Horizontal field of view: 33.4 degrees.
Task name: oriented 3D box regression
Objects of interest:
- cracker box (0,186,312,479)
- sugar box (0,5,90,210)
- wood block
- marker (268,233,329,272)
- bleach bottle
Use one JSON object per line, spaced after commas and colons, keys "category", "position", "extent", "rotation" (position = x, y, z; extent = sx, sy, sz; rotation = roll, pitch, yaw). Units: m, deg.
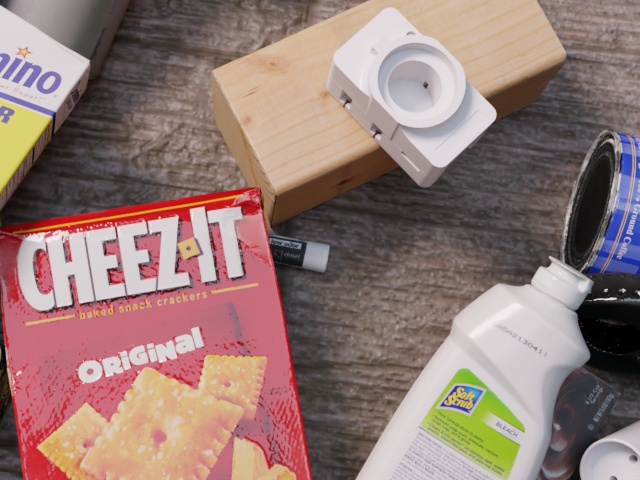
{"category": "cracker box", "position": [-0.097, 0.087, 0.639], "extent": [0.164, 0.072, 0.214], "rotation": [-9, 79, -6]}
{"category": "sugar box", "position": [-0.216, -0.053, 0.609], "extent": [0.093, 0.048, 0.176], "rotation": [30, 71, -6]}
{"category": "wood block", "position": [0.042, -0.099, 0.698], "extent": [0.206, 0.091, 0.090], "rotation": [-26, 81, -9]}
{"category": "marker", "position": [-0.055, 0.001, 0.706], "extent": [0.121, 0.020, 0.020], "rotation": [11, 77, -2]}
{"category": "bleach bottle", "position": [0.087, 0.128, 0.621], "extent": [0.102, 0.068, 0.251], "rotation": [31, 98, 4]}
